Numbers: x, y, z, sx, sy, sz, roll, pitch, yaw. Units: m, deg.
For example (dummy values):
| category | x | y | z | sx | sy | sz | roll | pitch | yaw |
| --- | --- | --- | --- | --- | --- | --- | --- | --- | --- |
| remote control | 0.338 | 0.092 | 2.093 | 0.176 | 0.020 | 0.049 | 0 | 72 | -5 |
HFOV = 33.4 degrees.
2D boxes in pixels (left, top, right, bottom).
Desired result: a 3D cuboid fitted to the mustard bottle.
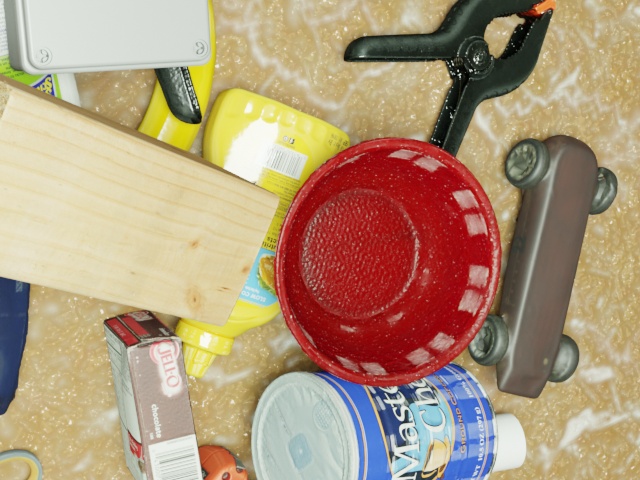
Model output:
| category | x | y | z | sx | sy | sz | roll | pitch | yaw |
| --- | --- | --- | --- | --- | --- | --- | --- | --- | --- |
| mustard bottle | -0.055 | 0.001 | 0.725 | 0.096 | 0.058 | 0.191 | 20 | 89 | -21 |

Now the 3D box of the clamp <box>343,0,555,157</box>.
| category | x | y | z | sx | sy | sz | roll | pitch | yaw |
| --- | --- | --- | --- | --- | --- | --- | --- | --- | --- |
| clamp | 0.098 | -0.136 | 0.779 | 0.171 | 0.039 | 0.120 | -47 | 115 | -16 |

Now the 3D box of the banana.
| category | x | y | z | sx | sy | sz | roll | pitch | yaw |
| --- | --- | --- | --- | --- | --- | --- | --- | --- | --- |
| banana | -0.110 | -0.087 | 0.703 | 0.069 | 0.037 | 0.198 | 30 | 85 | -23 |

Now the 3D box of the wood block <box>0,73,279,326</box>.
| category | x | y | z | sx | sy | sz | roll | pitch | yaw |
| --- | --- | --- | --- | --- | --- | --- | --- | --- | --- |
| wood block | -0.130 | -0.024 | 0.596 | 0.205 | 0.091 | 0.090 | 20 | 96 | -52 |

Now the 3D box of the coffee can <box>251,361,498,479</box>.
| category | x | y | z | sx | sy | sz | roll | pitch | yaw |
| --- | --- | --- | --- | --- | --- | --- | --- | --- | --- |
| coffee can | 0.038 | 0.137 | 0.735 | 0.140 | 0.103 | 0.103 | 1 | 97 | -41 |

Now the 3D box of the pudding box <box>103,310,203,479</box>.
| category | x | y | z | sx | sy | sz | roll | pitch | yaw |
| --- | --- | --- | --- | --- | --- | --- | --- | --- | --- |
| pudding box | -0.110 | 0.109 | 0.700 | 0.039 | 0.090 | 0.113 | -9 | 101 | -19 |

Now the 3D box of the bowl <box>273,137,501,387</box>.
| category | x | y | z | sx | sy | sz | roll | pitch | yaw |
| --- | --- | --- | --- | --- | --- | --- | --- | --- | --- |
| bowl | 0.037 | 0.012 | 0.706 | 0.161 | 0.055 | 0.162 | -3 | 97 | -22 |

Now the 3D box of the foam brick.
| category | x | y | z | sx | sy | sz | roll | pitch | yaw |
| --- | --- | --- | --- | --- | --- | --- | --- | --- | --- |
| foam brick | 0.028 | 0.039 | 0.766 | 0.051 | 0.053 | 0.078 | -27 | 105 | -17 |
